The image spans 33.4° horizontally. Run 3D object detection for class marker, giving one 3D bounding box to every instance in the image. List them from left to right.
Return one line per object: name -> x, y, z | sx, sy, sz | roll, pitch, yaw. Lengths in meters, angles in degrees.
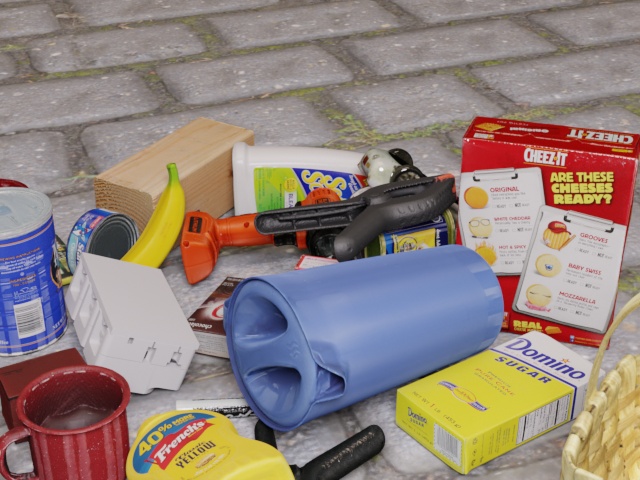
marker -> -0.072, 0.153, 0.978 | 0.121, 0.020, 0.020 | -2, 29, -3

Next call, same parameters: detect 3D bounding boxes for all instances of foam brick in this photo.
foam brick -> -0.249, 0.140, 0.972 | 0.078, 0.051, 0.053 | -14, 31, -24

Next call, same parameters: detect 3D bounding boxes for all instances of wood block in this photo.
wood block -> -0.172, -0.067, 1.301 | 0.090, 0.091, 0.205 | 17, 33, 26

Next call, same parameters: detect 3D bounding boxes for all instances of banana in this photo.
banana -> -0.200, 0.011, 1.163 | 0.037, 0.069, 0.197 | 9, 61, 47

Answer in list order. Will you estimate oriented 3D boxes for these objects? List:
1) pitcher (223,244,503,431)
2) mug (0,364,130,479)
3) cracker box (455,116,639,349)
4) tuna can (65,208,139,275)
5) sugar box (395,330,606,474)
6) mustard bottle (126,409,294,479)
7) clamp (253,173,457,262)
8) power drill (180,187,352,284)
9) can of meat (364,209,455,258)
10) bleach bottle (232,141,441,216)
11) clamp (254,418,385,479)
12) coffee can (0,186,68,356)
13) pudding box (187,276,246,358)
pitcher -> 0.039, 0.072, 0.969 | 0.242, 0.145, 0.149 | -12, 67, -35
mug -> -0.213, 0.167, 0.890 | 0.117, 0.081, 0.093 | -19, 34, -30
cracker box -> 0.221, -0.008, 1.062 | 0.164, 0.214, 0.072 | 9, 30, 15
tuna can -> -0.239, 0.008, 1.172 | 0.034, 0.086, 0.086 | 15, 33, 29
sugar box -> 0.165, 0.142, 0.968 | 0.175, 0.048, 0.093 | -21, 35, -30
mustard bottle -> -0.104, 0.181, 0.861 | 0.096, 0.058, 0.192 | -33, 23, -21
clamp -> 0.057, -0.026, 1.069 | 0.209, 0.036, 0.165 | -16, 20, -22
power drill -> -0.058, 0.001, 1.183 | 0.187, 0.057, 0.184 | -7, 22, -1
can of meat -> 0.095, 0.017, 1.137 | 0.083, 0.102, 0.057 | -13, 26, -16
bleach bottle -> 0.021, -0.071, 1.292 | 0.251, 0.102, 0.068 | -2, 22, -1
clamp -> -0.034, 0.198, 0.879 | 0.120, 0.039, 0.171 | 0, 25, 35
coffee can -> -0.314, 0.031, 1.076 | 0.103, 0.140, 0.103 | 0, 29, 0
pudding box -> -0.068, 0.079, 1.062 | 0.114, 0.039, 0.089 | 3, 34, 33
